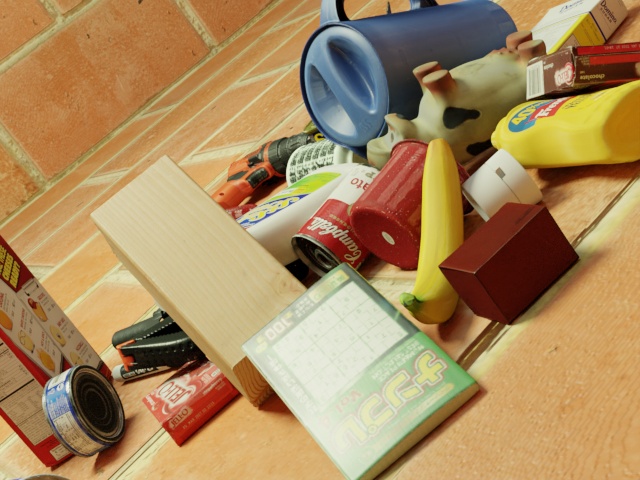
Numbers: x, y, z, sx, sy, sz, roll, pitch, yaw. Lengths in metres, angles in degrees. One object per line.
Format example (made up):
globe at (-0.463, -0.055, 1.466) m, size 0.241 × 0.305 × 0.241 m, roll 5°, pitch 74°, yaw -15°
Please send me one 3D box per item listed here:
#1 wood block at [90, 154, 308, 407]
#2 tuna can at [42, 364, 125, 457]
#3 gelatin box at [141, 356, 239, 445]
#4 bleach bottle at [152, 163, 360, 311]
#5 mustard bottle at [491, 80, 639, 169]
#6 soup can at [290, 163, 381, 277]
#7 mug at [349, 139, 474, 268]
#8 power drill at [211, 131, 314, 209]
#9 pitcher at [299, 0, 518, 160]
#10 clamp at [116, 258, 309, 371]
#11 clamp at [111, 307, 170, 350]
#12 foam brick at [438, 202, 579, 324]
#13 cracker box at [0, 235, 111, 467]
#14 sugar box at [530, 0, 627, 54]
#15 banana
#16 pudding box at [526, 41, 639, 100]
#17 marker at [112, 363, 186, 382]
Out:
wood block at (-0.096, 0.032, 0.927) m, size 0.090 × 0.090 × 0.206 m, roll -40°, pitch 61°, yaw -13°
tuna can at (-0.227, 0.164, 1.033) m, size 0.034 × 0.086 × 0.086 m, roll -29°, pitch 19°, yaw 16°
gelatin box at (-0.120, 0.143, 0.978) m, size 0.073 × 0.030 × 0.089 m, roll -40°, pitch 17°, yaw -11°
bleach bottle at (-0.057, 0.001, 1.061) m, size 0.250 × 0.068 × 0.103 m, roll -31°, pitch 18°, yaw -36°
mustard bottle at (0.211, -0.095, 0.917) m, size 0.096 × 0.058 × 0.192 m, roll -31°, pitch 13°, yaw -24°
soup can at (0.029, -0.016, 1.028) m, size 0.102 × 0.068 × 0.069 m, roll -49°, pitch 21°, yaw -20°
mug at (0.077, -0.025, 0.962) m, size 0.081 × 0.093 × 0.117 m, roll -50°, pitch -6°, yaw -25°
power drill at (-0.099, -0.070, 1.446) m, size 0.185 × 0.057 × 0.187 m, roll -21°, pitch 20°, yaw 49°
pitcher at (0.103, -0.201, 1.160) m, size 0.242 × 0.145 × 0.149 m, roll -23°, pitch -35°, yaw -38°
clamp at (-0.088, 0.078, 1.012) m, size 0.210 × 0.036 × 0.165 m, roll -22°, pitch 16°, yaw -10°
clamp at (-0.164, 0.083, 1.205) m, size 0.120 × 0.039 × 0.172 m, roll -48°, pitch 20°, yaw -24°
foam brick at (0.138, 0.016, 0.784) m, size 0.078 × 0.051 × 0.053 m, roll -41°, pitch 19°, yaw -14°
cracker box at (-0.316, 0.111, 1.120) m, size 0.072 × 0.213 × 0.164 m, roll -34°, pitch 18°, yaw 7°
sugar box at (0.252, -0.204, 1.149) m, size 0.094 × 0.048 × 0.176 m, roll -13°, pitch 25°, yaw 52°
banana at (0.095, 0.002, 0.856) m, size 0.037 × 0.069 × 0.197 m, roll -1°, pitch 42°, yaw 14°
pudding box at (0.242, -0.150, 0.943) m, size 0.090 × 0.039 × 0.113 m, roll -5°, pitch 4°, yaw -9°
marker at (-0.180, 0.133, 1.135) m, size 0.121 × 0.020 × 0.020 m, roll -19°, pitch 24°, yaw 43°
